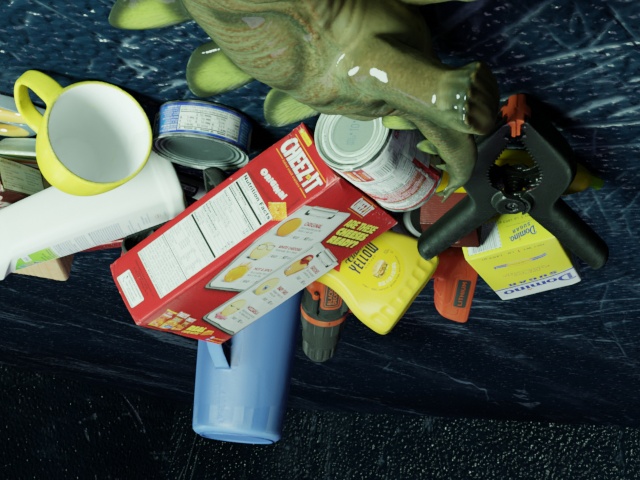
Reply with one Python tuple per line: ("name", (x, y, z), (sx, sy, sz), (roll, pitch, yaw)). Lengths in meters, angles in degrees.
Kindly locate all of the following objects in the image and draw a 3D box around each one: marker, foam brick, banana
("marker", (-0.164, -0.065, 1.074), (0.120, 0.020, 0.020), (20, 161, -39))
("foam brick", (0.125, -0.029, 1.005), (0.053, 0.051, 0.078), (3, 165, 14))
("banana", (0.145, -0.055, 0.922), (0.198, 0.037, 0.069), (4, 163, 12))

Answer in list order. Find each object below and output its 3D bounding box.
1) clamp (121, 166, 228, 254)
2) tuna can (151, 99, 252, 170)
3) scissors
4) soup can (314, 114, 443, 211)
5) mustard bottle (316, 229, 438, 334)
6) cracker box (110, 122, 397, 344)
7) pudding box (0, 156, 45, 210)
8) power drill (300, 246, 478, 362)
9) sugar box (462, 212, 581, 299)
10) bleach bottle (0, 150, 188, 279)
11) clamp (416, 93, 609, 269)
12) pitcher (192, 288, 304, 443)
("clamp", (-0.095, -0.028, 0.991), (0.120, 0.039, 0.171), (-34, 169, 29))
("tuna can", (-0.102, -0.090, 0.917), (0.086, 0.034, 0.086), (7, 166, 2))
("scissors", (-0.233, -0.103, 0.972), (0.201, 0.016, 0.096), (12, 167, -17))
("soup can", (0.048, -0.070, 0.851), (0.069, 0.068, 0.102), (-1, 163, 30))
("mustard bottle", (0.015, 0.001, 1.054), (0.192, 0.096, 0.058), (36, 174, 9))
("cracker box", (-0.056, 0.001, 0.949), (0.214, 0.072, 0.164), (-36, 159, 11))
("pudding box", (-0.318, -0.047, 0.999), (0.090, 0.039, 0.113), (-12, 177, 7))
("power drill", (0.072, 0.059, 1.167), (0.187, 0.057, 0.184), (-5, 133, -13))
("sugar box", (0.211, 0.015, 1.107), (0.093, 0.048, 0.176), (-15, 157, 18))
("bleach bottle", (-0.252, -0.015, 0.998), (0.250, 0.068, 0.102), (-21, 168, -7))
("clamp", (0.147, -0.038, 0.868), (0.165, 0.036, 0.210), (-2, 145, 16))
("pitcher", (-0.093, 0.117, 1.293), (0.149, 0.243, 0.145), (13, 163, -23))
